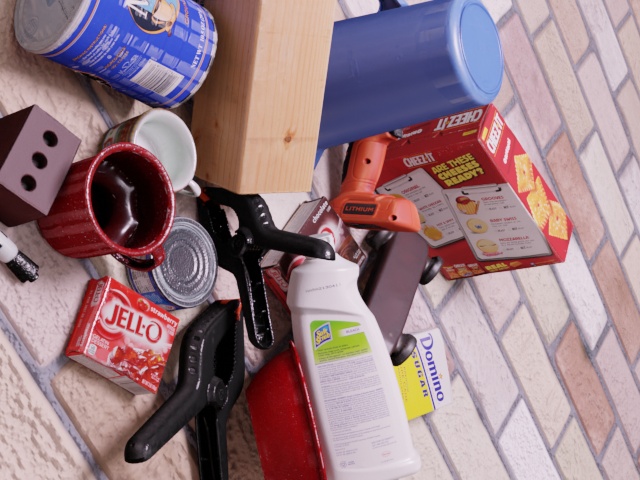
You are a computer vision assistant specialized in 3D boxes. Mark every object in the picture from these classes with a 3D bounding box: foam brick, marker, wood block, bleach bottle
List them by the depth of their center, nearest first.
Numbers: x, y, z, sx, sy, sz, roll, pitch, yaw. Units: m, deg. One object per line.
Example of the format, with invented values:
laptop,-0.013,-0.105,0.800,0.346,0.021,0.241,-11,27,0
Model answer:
marker,-0.264,-0.009,0.834,0.121,0.020,0.020,51,47,-30
foam brick,-0.238,-0.059,0.850,0.053,0.051,0.078,41,53,-37
wood block,-0.055,-0.154,0.991,0.090,0.090,0.206,-4,109,-40
bleach bottle,0.028,0.115,1.059,0.102,0.068,0.251,-12,99,-9

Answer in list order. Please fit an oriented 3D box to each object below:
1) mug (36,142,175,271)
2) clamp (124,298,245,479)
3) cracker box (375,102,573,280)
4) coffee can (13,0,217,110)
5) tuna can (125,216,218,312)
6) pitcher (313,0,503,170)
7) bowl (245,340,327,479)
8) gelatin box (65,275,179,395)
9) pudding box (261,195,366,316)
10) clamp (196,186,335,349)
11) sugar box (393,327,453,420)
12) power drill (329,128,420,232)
mug,-0.175,-0.020,0.891,0.117,0.082,0.093,54,47,-28
clamp,-0.102,0.150,0.970,0.164,0.036,0.210,64,32,-42
cracker box,0.175,-0.052,1.254,0.213,0.164,0.072,50,47,-32
coffee can,-0.173,-0.183,0.913,0.140,0.103,0.103,22,66,-46
tuna can,-0.134,0.021,0.971,0.086,0.034,0.086,14,72,-48
pitcher,0.053,-0.178,1.072,0.149,0.243,0.145,53,44,-34
bowl,-0.034,0.179,1.002,0.055,0.162,0.162,-13,90,-5
gelatin box,-0.169,0.082,0.919,0.089,0.030,0.073,39,54,-39
pudding box,-0.008,0.024,1.117,0.090,0.039,0.113,55,45,-26
clamp,-0.056,0.001,0.985,0.039,0.120,0.171,15,37,-56
sugar box,0.081,0.156,1.191,0.175,0.048,0.093,-9,89,-49
power drill,0.081,-0.104,1.154,0.057,0.185,0.187,17,79,-47
